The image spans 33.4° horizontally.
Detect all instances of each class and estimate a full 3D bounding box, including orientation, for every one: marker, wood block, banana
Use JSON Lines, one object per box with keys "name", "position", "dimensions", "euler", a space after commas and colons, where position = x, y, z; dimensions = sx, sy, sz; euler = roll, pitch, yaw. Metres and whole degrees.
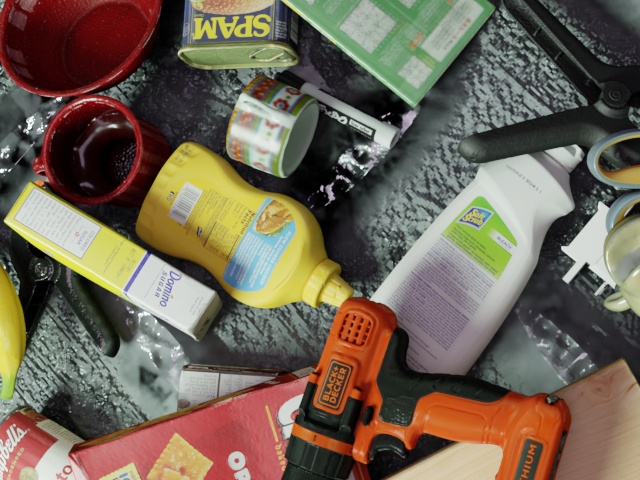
{"name": "marker", "position": [0.012, -0.113, 0.904], "dimensions": [0.121, 0.020, 0.020], "euler": [30, 94, 16]}
{"name": "wood block", "position": [0.156, 0.174, 0.801], "dimensions": [0.206, 0.090, 0.091], "euler": [-30, 78, 11]}
{"name": "banana", "position": [-0.303, 0.043, 0.945], "dimensions": [0.070, 0.037, 0.198], "euler": [-46, 59, 22]}

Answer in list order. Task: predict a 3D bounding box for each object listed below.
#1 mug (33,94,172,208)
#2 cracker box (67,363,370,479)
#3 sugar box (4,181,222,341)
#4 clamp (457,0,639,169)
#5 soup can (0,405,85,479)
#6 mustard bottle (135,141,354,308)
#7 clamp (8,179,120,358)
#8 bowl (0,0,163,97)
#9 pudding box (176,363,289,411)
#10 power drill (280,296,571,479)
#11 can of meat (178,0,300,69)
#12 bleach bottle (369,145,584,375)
{"name": "mug", "position": [-0.191, -0.070, 0.926], "dimensions": [0.117, 0.081, 0.093], "euler": [-11, 82, 14]}
{"name": "cracker box", "position": [-0.068, 0.204, 0.824], "dimensions": [0.213, 0.072, 0.164], "euler": [-17, 89, -8]}
{"name": "sugar box", "position": [-0.168, 0.021, 0.885], "dimensions": [0.176, 0.093, 0.048], "euler": [33, 81, 5]}
{"name": "clamp", "position": [0.210, -0.094, 0.809], "dimensions": [0.210, 0.036, 0.164], "euler": [25, 65, 4]}
{"name": "soup can", "position": [-0.233, 0.197, 0.922], "dimensions": [0.102, 0.068, 0.068], "euler": [27, 93, 16]}
{"name": "mustard bottle", "position": [-0.056, 0.001, 0.893], "dimensions": [0.192, 0.058, 0.096], "euler": [31, 92, 17]}
{"name": "clamp", "position": [-0.249, 0.035, 0.957], "dimensions": [0.120, 0.039, 0.171], "euler": [-16, 78, 9]}
{"name": "bowl", "position": [-0.202, -0.187, 0.942], "dimensions": [0.162, 0.055, 0.162], "euler": [-7, 68, 16]}
{"name": "pudding box", "position": [-0.075, 0.162, 0.895], "dimensions": [0.090, 0.039, 0.113], "euler": [2, 88, 13]}
{"name": "power drill", "position": [0.068, 0.149, 0.750], "dimensions": [0.188, 0.057, 0.184], "euler": [17, 87, 19]}
{"name": "can of meat", "position": [-0.068, -0.196, 0.916], "dimensions": [0.102, 0.057, 0.084], "euler": [0, 82, 15]}
{"name": "bleach bottle", "position": [0.122, 0.025, 0.839], "dimensions": [0.102, 0.068, 0.251], "euler": [41, 94, 13]}
